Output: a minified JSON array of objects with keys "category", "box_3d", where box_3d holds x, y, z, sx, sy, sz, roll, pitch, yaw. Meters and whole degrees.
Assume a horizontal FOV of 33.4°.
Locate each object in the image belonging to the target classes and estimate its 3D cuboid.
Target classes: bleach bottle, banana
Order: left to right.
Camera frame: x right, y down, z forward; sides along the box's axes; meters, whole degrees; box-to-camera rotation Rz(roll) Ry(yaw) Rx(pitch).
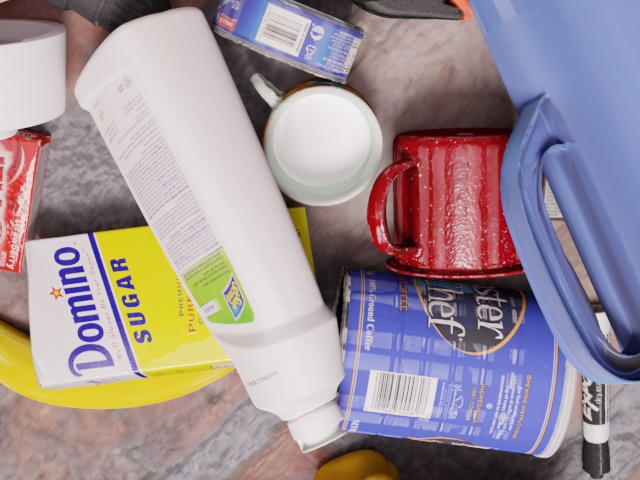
[{"category":"banana","box_3d":[-0.138,0.077,0.695,0.197,0.037,0.070,6,105,-2]},{"category":"bleach bottle","box_3d":[-0.054,0.001,0.607,0.068,0.103,0.251,-22,85,-31]}]

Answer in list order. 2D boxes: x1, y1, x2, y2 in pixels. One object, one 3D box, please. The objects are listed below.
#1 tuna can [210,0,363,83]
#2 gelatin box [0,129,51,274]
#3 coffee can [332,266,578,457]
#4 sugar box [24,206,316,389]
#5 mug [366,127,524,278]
[{"category":"tuna can","box_3d":[-0.019,-0.123,0.620,0.086,0.086,0.034,21,102,-6]},{"category":"gelatin box","box_3d":[-0.215,-0.030,0.671,0.073,0.030,0.089,12,104,-4]},{"category":"coffee can","box_3d":[0.076,0.075,0.662,0.140,0.103,0.103,7,104,-2]},{"category":"sugar box","box_3d":[-0.090,0.036,0.664,0.176,0.048,0.093,-8,79,-3]},{"category":"mug","box_3d":[0.075,-0.024,0.638,0.117,0.093,0.081,-8,101,-33]}]
